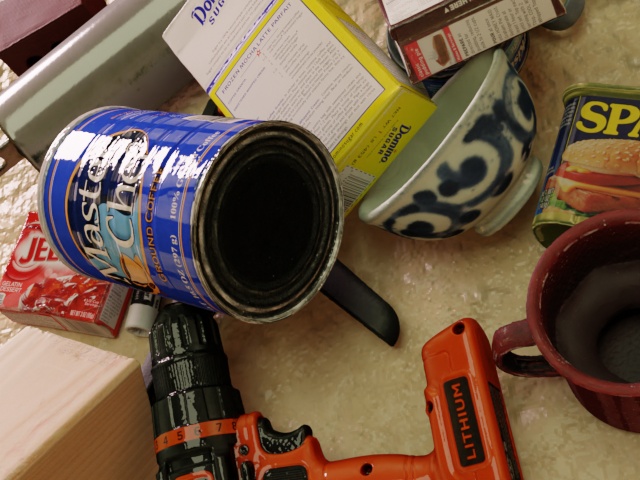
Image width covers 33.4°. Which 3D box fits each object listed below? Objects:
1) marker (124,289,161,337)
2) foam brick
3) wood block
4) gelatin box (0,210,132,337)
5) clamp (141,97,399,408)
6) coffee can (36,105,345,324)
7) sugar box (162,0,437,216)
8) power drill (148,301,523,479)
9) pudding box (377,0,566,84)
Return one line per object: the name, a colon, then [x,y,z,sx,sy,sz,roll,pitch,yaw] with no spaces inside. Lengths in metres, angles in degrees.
marker: [-0.104,0.003,0.689,0.020,0.020,0.121,-2,63,23]
foam brick: [-0.199,-0.160,0.798,0.078,0.053,0.051,-29,56,8]
wood block: [-0.181,0.144,0.545,0.090,0.091,0.205,12,36,29]
gelatin box: [-0.164,0.020,0.699,0.089,0.030,0.073,6,66,26]
clamp: [-0.054,0.001,0.658,0.165,0.036,0.210,-23,58,10]
coffee can: [-0.072,-0.018,0.576,0.141,0.102,0.102,11,68,44]
sugar box: [-0.018,-0.102,0.638,0.093,0.048,0.176,-49,53,18]
power drill: [0.002,0.101,0.555,0.188,0.057,0.184,-18,72,16]
pudding box: [0.079,-0.138,0.603,0.090,0.039,0.113,-25,24,10]
